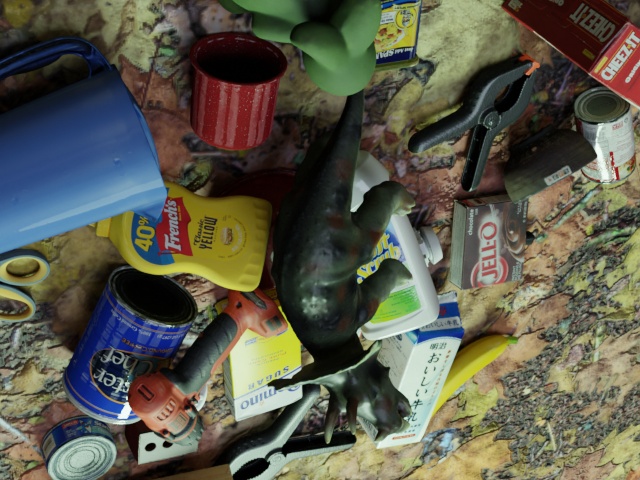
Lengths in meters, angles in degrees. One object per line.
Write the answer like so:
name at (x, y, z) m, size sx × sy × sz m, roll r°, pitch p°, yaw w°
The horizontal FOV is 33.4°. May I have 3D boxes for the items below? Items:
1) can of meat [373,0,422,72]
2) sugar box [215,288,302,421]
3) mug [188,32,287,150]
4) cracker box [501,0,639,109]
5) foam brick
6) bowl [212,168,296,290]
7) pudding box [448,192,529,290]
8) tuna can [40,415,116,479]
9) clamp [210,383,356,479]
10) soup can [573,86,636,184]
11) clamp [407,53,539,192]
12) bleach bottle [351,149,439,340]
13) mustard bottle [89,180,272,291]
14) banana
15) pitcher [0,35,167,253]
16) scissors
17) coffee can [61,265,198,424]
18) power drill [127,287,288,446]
can of meat at (0.051, -0.217, 1.062) m, size 0.102 × 0.057 × 0.084 m, roll -12°, pitch 129°, yaw -20°
sugar box at (-0.072, 0.136, 1.291) m, size 0.093 × 0.048 × 0.176 m, roll -17°, pitch 131°, yaw -16°
mug at (-0.077, -0.147, 1.035) m, size 0.117 × 0.093 × 0.081 m, roll -45°, pitch 155°, yaw -45°
cracker box at (0.320, -0.203, 1.150) m, size 0.213 × 0.164 × 0.072 m, roll 21°, pitch 112°, yaw -40°
foam brick at (-0.192, 0.229, 1.294) m, size 0.078 × 0.051 × 0.053 m, roll -8°, pitch 129°, yaw -24°
bowl at (-0.058, 0.001, 1.181) m, size 0.162 × 0.055 × 0.162 m, roll -15°, pitch 131°, yaw -18°
pudding box at (0.208, 0.000, 1.322) m, size 0.089 × 0.039 × 0.113 m, roll -9°, pitch 111°, yaw -24°
tuna can at (-0.287, 0.251, 1.271) m, size 0.086 × 0.034 × 0.086 m, roll -15°, pitch 132°, yaw -18°
clamp at (-0.062, 0.268, 1.409) m, size 0.210 × 0.036 × 0.164 m, roll -26°, pitch 137°, yaw -5°
soup can at (0.345, -0.127, 1.293) m, size 0.068 × 0.068 × 0.102 m, roll -28°, pitch 134°, yaw -6°
clamp at (0.176, -0.142, 1.208) m, size 0.120 × 0.039 × 0.171 m, roll 17°, pitch 110°, yaw -43°
bleach bottle at (0.052, -0.006, 1.211) m, size 0.103 × 0.068 × 0.250 m, roll -17°, pitch 121°, yaw 13°
mustard bottle at (-0.150, -0.011, 1.087) m, size 0.191 × 0.058 × 0.096 m, roll 11°, pitch 82°, yaw -8°
banana at (0.193, 0.192, 1.492) m, size 0.198 × 0.037 × 0.069 m, roll -40°, pitch 133°, yaw 5°
pitcher at (-0.272, -0.068, 0.963) m, size 0.242 × 0.149 × 0.145 m, roll -22°, pitch 155°, yaw -8°
scissors at (-0.353, 0.022, 1.059) m, size 0.096 × 0.016 × 0.201 m, roll -45°, pitch 134°, yaw 8°
coffee can at (-0.207, 0.113, 1.154) m, size 0.102 × 0.103 × 0.140 m, roll 11°, pitch 119°, yaw -36°
power drill at (-0.117, 0.138, 1.156) m, size 0.187 × 0.057 × 0.184 m, roll -49°, pitch 161°, yaw -12°
